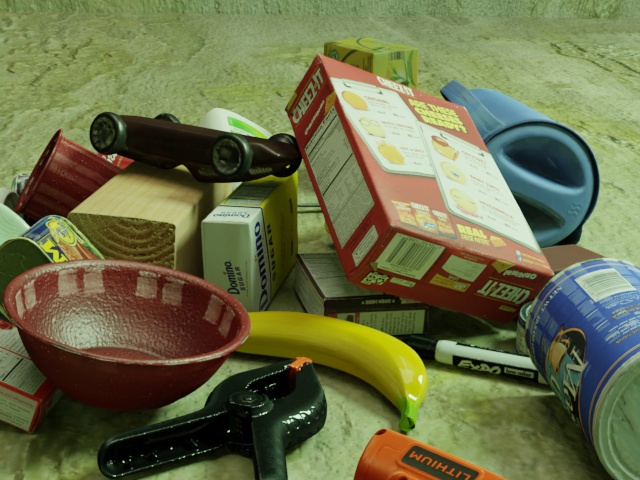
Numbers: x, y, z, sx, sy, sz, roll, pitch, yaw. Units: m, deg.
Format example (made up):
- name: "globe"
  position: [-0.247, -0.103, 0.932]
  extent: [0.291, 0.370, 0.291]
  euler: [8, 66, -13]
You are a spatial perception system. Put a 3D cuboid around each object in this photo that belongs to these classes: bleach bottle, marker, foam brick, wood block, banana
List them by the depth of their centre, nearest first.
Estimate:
- name: "banana"
  position: [0.006, 0.080, 0.771]
  extent: [0.198, 0.037, 0.069]
  euler: [17, 22, 38]
- name: "marker"
  position: [0.117, 0.087, 0.785]
  extent: [0.121, 0.020, 0.020]
  euler: [9, 20, 22]
- name: "foam brick"
  position: [0.195, 0.038, 0.885]
  extent: [0.078, 0.051, 0.053]
  euler: [-7, 20, -24]
- name: "wood block"
  position: [-0.144, -0.009, 0.938]
  extent: [0.090, 0.091, 0.206]
  euler: [6, 20, 6]
- name: "bleach bottle"
  position: [-0.072, -0.064, 1.136]
  extent: [0.102, 0.068, 0.251]
  euler: [28, 14, -25]

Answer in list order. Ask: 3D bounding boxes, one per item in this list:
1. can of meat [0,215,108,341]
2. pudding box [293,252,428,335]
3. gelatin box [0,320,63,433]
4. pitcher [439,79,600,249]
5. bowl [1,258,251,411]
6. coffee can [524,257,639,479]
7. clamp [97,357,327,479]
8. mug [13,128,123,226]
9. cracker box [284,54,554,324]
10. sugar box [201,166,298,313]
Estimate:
- name: "can of meat"
  position: [-0.196, 0.035, 0.803]
  extent: [0.057, 0.102, 0.084]
  euler: [-39, 9, 14]
- name: "pudding box"
  position: [0.032, 0.043, 0.883]
  extent: [0.090, 0.039, 0.113]
  euler: [-3, 18, -12]
- name: "gelatin box"
  position: [-0.217, 0.086, 0.717]
  extent: [0.089, 0.030, 0.073]
  euler: [22, 20, 0]
- name: "pitcher"
  position: [0.182, -0.093, 1.106]
  extent: [0.145, 0.149, 0.243]
  euler: [4, 18, -7]
- name: "bowl"
  position: [-0.129, 0.067, 0.706]
  extent: [0.162, 0.055, 0.162]
  euler: [10, 19, -4]
- name: "coffee can"
  position: [0.199, 0.082, 0.677]
  extent: [0.102, 0.103, 0.140]
  euler: [-1, 19, -7]
- name: "clamp"
  position: [-0.056, 0.115, 0.667]
  extent: [0.120, 0.039, 0.171]
  euler: [11, 17, 14]
- name: "mug"
  position: [-0.239, -0.039, 1.018]
  extent: [0.081, 0.117, 0.093]
  euler: [29, 40, -20]
- name: "cracker box"
  position: [0.074, -0.042, 0.868]
  extent: [0.164, 0.072, 0.214]
  euler: [15, 37, -31]
- name: "sugar box"
  position: [-0.056, 0.001, 0.914]
  extent: [0.048, 0.093, 0.176]
  euler: [2, 19, 8]
